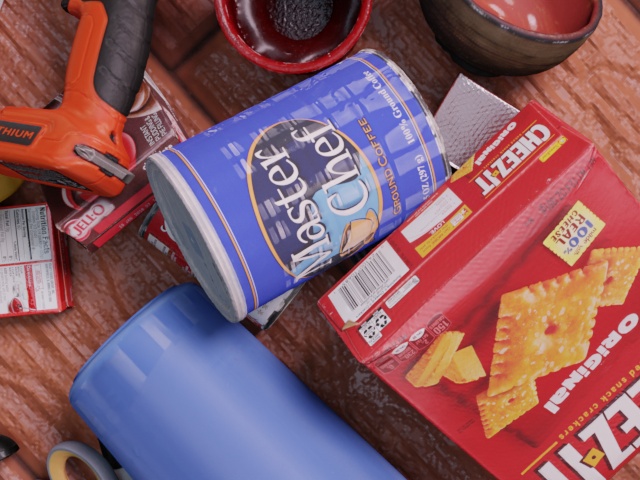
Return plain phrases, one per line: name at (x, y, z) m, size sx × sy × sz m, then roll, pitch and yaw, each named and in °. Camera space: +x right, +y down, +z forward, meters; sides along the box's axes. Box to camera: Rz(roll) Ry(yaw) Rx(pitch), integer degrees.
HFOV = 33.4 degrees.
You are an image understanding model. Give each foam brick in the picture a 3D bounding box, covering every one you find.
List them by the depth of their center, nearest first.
foam brick at (0.105, -0.062, 0.669) m, size 0.078 × 0.051 × 0.053 m, roll 33°, pitch 96°, yaw 1°

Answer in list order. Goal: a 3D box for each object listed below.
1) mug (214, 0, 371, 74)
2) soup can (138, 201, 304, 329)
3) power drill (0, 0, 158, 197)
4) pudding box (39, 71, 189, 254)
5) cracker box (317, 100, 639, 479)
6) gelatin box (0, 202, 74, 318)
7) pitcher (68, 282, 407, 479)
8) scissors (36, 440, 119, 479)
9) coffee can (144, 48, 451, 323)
mug at (-0.003, -0.151, 0.655) m, size 0.117 × 0.081 × 0.093 m, roll -29°, pitch 91°, yaw 5°
soup can at (-0.054, 0.001, 0.676) m, size 0.102 × 0.068 × 0.068 m, roll 38°, pitch 95°, yaw 0°
power drill at (-0.147, -0.127, 0.620) m, size 0.185 × 0.057 × 0.187 m, roll 13°, pitch 80°, yaw 31°
pudding box at (-0.132, -0.059, 0.660) m, size 0.090 × 0.114 × 0.039 m, roll -38°, pitch 134°, yaw 4°
cracker box at (0.129, 0.051, 0.613) m, size 0.164 × 0.072 × 0.213 m, roll -43°, pitch 125°, yaw 6°
gelatin box at (-0.211, 0.014, 0.706) m, size 0.089 × 0.030 × 0.073 m, roll -6°, pitch 92°, yaw 4°
pitcher at (-0.043, 0.151, 0.663) m, size 0.149 × 0.145 × 0.243 m, roll -44°, pitch 86°, yaw -7°
scissors at (-0.114, 0.199, 0.689) m, size 0.202 × 0.016 × 0.096 m, roll 24°, pitch 115°, yaw 16°
coffee can at (-0.012, -0.032, 0.600) m, size 0.140 × 0.103 × 0.103 m, roll -29°, pitch 92°, yaw -14°
